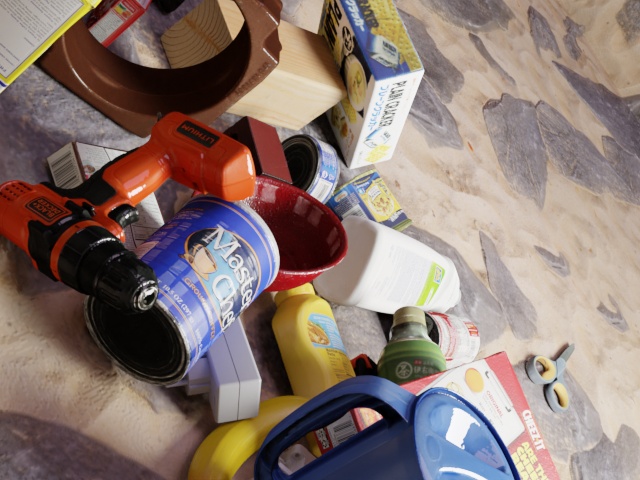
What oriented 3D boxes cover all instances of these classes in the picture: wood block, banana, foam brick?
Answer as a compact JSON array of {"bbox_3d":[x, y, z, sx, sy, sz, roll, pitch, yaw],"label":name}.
[{"bbox_3d":[-0.072,-0.201,1.236,0.205,0.090,0.091,8,56,-54],"label":"wood block"},{"bbox_3d":[-0.058,0.171,0.915,0.197,0.070,0.037,-22,109,-49],"label":"banana"},{"bbox_3d":[-0.073,-0.086,1.157,0.051,0.053,0.078,17,47,-49],"label":"foam brick"}]

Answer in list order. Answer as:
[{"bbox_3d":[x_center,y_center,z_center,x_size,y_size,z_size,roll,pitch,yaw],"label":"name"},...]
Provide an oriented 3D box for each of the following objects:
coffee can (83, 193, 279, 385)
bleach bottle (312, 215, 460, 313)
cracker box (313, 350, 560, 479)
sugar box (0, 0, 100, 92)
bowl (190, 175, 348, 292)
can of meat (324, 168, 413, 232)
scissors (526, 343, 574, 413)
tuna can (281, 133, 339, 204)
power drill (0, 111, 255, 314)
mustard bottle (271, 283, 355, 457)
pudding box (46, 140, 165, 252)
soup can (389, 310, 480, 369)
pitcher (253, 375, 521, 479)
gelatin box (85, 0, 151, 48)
[{"bbox_3d":[-0.113,0.038,0.888,0.103,0.103,0.140,52,44,-9],"label":"coffee can"},{"bbox_3d":[0.095,0.048,1.255,0.068,0.102,0.250,26,1,36],"label":"bleach bottle"},{"bbox_3d":[0.110,0.205,0.954,0.213,0.072,0.164,-10,73,-42],"label":"cracker box"},{"bbox_3d":[-0.257,-0.175,0.837,0.093,0.176,0.048,47,33,-18],"label":"sugar box"},{"bbox_3d":[-0.057,0.001,1.054,0.162,0.055,0.162,15,33,-10],"label":"bowl"},{"bbox_3d":[0.057,-0.035,1.302,0.084,0.058,0.102,56,29,3],"label":"can of meat"},{"bbox_3d":[0.356,0.200,1.564,0.201,0.016,0.096,2,61,-56],"label":"scissors"},{"bbox_3d":[-0.021,-0.075,1.192,0.033,0.086,0.086,21,45,-44],"label":"tuna can"},{"bbox_3d":[-0.142,-0.027,0.843,0.185,0.057,0.187,30,46,33],"label":"power drill"},{"bbox_3d":[-0.004,0.116,1.053,0.096,0.058,0.192,25,41,-59],"label":"mustard bottle"},{"bbox_3d":[-0.184,-0.029,0.947,0.089,0.039,0.113,8,58,-57],"label":"pudding box"},{"bbox_3d":[0.137,0.118,1.258,0.102,0.069,0.068,11,52,-53],"label":"soup can"},{"bbox_3d":[0.018,0.210,0.805,0.144,0.243,0.149,18,47,-49],"label":"pitcher"},{"bbox_3d":[-0.203,-0.243,1.094,0.030,0.073,0.089,43,32,-25],"label":"gelatin box"}]
